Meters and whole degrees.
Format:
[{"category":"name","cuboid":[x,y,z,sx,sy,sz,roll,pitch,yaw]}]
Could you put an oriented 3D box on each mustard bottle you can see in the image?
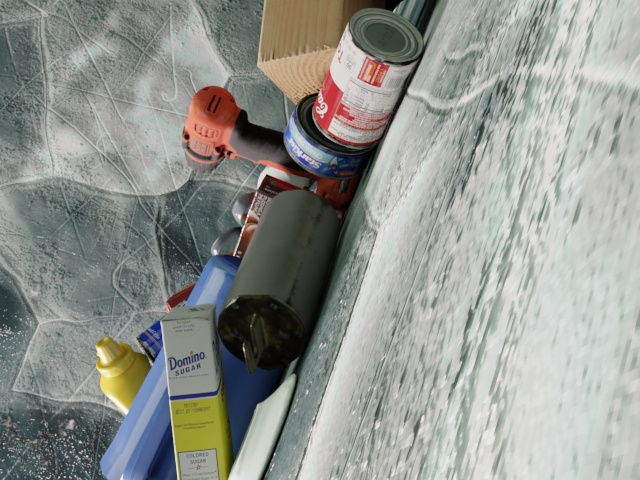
[{"category":"mustard bottle","cuboid":[-0.185,0.178,1.145,0.058,0.191,0.096,-30,29,-4]}]

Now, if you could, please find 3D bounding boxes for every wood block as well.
[{"category":"wood block","cuboid":[0.007,-0.246,1.034,0.090,0.091,0.206,39,-129,-56]}]

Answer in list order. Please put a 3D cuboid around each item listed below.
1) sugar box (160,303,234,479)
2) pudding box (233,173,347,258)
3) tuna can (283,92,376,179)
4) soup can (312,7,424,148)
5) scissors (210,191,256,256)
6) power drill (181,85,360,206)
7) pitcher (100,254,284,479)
[{"category":"sugar box","cuboid":[-0.098,0.144,0.881,0.093,0.048,0.176,-122,28,-86]},{"category":"pudding box","cuboid":[-0.034,-0.002,1.076,0.039,0.090,0.114,-68,1,-50]},{"category":"tuna can","cuboid":[0.011,-0.099,1.000,0.086,0.086,0.034,-70,5,-45]},{"category":"soup can","cuboid":[0.040,-0.137,0.906,0.102,0.068,0.068,115,176,-47]},{"category":"scissors","cuboid":[-0.058,0.001,1.173,0.096,0.016,0.201,-47,-26,1]},{"category":"power drill","cuboid":[-0.055,-0.083,1.105,0.184,0.187,0.057,126,164,-75]},{"category":"pitcher","cuboid":[-0.108,0.141,1.028,0.243,0.144,0.149,-65,29,5]}]
